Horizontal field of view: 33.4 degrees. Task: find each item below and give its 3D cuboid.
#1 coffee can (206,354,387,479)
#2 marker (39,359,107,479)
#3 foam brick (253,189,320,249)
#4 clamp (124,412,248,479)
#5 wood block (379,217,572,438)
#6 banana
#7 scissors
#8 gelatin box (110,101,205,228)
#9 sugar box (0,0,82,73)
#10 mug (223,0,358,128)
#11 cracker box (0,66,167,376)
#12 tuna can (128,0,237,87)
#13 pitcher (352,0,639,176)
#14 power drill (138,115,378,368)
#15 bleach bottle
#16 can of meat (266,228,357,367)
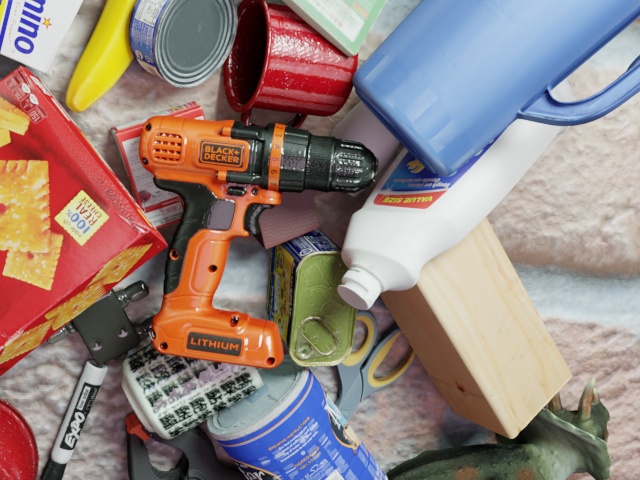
[{"bbox_3d":[-0.019,0.186,0.939,0.103,0.103,0.140,-36,109,-5],"label":"coffee can"},{"bbox_3d":[-0.213,0.160,0.917,0.020,0.020,0.121,19,101,-24],"label":"marker"},{"bbox_3d":[-0.040,-0.043,0.891,0.053,0.051,0.078,-20,114,-13],"label":"foam brick"},{"bbox_3d":[-0.109,0.214,0.964,0.120,0.039,0.171,-35,116,-16],"label":"clamp"},{"bbox_3d":[0.129,0.066,0.958,0.090,0.091,0.206,-42,117,-19],"label":"wood block"},{"bbox_3d":[-0.148,-0.192,0.800,0.069,0.037,0.198,-10,123,-50],"label":"banana"},{"bbox_3d":[0.012,0.144,0.994,0.202,0.016,0.096,-47,115,1],"label":"scissors"},{"bbox_3d":[-0.122,-0.060,0.869,0.073,0.030,0.089,-20,112,-14],"label":"gelatin box"},{"bbox_3d":[-0.253,-0.193,0.744,0.176,0.048,0.093,21,100,-39],"label":"sugar box"},{"bbox_3d":[-0.026,-0.132,0.849,0.081,0.093,0.117,5,121,-26],"label":"mug"},{"bbox_3d":[-0.247,0.002,0.778,0.213,0.072,0.164,-38,78,-4],"label":"cracker box"},{"bbox_3d":[-0.105,-0.162,0.815,0.086,0.034,0.086,-36,141,-36],"label":"tuna can"},{"bbox_3d":[0.151,-0.157,0.797,0.243,0.149,0.145,-44,122,4],"label":"pitcher"},{"bbox_3d":[-0.055,0.001,0.830,0.184,0.057,0.188,7,97,2],"label":"power drill"},{"bbox_3d":[0.103,-0.042,0.867,0.250,0.103,0.068,-51,142,-23],"label":"bleach bottle"},{"bbox_3d":[-0.009,0.045,0.914,0.057,0.084,0.102,-1,108,-20],"label":"can of meat"}]
